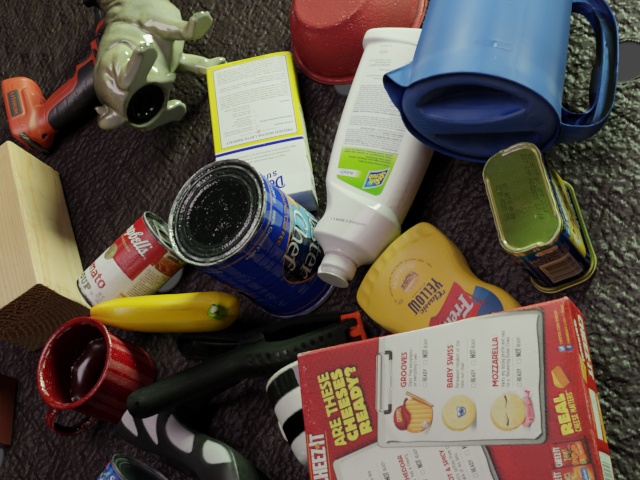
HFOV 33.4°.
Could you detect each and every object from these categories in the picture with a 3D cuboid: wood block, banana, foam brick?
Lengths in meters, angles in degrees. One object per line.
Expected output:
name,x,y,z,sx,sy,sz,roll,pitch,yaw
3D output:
wood block,-0.331,0.005,1.180,0.091,0.090,0.206,-34,53,14
banana,-0.137,0.066,1.013,0.198,0.069,0.037,-8,70,44
foam brick,-0.363,0.182,1.138,0.053,0.051,0.078,-15,61,25

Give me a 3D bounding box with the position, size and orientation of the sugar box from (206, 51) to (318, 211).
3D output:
sugar box,-0.060,-0.104,1.076,0.093,0.048,0.176,-11,63,6

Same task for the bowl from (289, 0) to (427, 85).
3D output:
bowl,0.026,-0.242,1.095,0.162,0.055,0.162,-14,60,27

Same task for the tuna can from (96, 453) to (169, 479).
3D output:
tuna can,-0.162,0.232,0.965,0.086,0.086,0.034,37,91,39

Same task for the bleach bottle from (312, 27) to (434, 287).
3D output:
bleach bottle,0.048,-0.075,0.974,0.103,0.068,0.250,9,66,33

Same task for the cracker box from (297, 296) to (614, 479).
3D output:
cracker box,0.099,0.146,0.786,0.214,0.072,0.164,-15,68,21

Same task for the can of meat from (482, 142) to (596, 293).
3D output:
can of meat,0.177,-0.019,0.872,0.057,0.083,0.102,-23,57,21

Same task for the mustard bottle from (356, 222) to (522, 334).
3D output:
mustard bottle,0.117,0.074,0.882,0.096,0.058,0.192,-48,52,5

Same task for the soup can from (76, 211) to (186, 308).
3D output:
soup can,-0.191,0.029,1.093,0.102,0.068,0.068,-43,52,9

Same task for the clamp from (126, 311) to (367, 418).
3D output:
clamp,-0.064,0.104,0.950,0.210,0.164,0.036,-13,104,19

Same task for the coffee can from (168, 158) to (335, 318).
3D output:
coffee can,-0.056,0.001,0.974,0.103,0.140,0.103,-14,61,26

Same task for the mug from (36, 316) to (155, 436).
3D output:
mug,-0.224,0.142,1.050,0.093,0.081,0.117,28,84,38

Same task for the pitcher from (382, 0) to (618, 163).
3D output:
pitcher,0.164,-0.194,0.911,0.145,0.149,0.242,-10,56,44

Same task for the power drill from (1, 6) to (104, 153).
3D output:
power drill,-0.292,-0.204,1.276,0.188,0.057,0.184,-31,55,16
